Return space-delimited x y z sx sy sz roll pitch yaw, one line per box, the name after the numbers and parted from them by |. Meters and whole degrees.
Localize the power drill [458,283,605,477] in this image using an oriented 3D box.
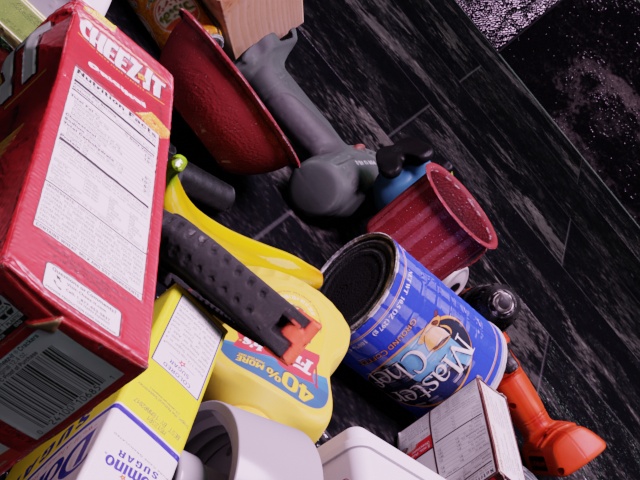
0.183 0.126 0.988 0.188 0.057 0.184 58 -9 6 | power drill

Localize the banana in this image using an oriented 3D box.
-0.073 0.000 0.757 0.197 0.070 0.037 39 56 -52 | banana

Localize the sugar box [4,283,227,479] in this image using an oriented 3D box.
-0.103 0.097 0.494 0.048 0.093 0.176 46 21 -12 | sugar box

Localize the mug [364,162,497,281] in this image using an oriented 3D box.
0.100 -0.003 0.936 0.117 0.082 0.093 26 32 -46 | mug

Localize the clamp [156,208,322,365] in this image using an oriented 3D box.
-0.089 -0.001 0.592 0.210 0.036 0.164 31 -13 35 | clamp

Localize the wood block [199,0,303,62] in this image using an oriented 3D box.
-0.077 -0.249 1.006 0.090 0.091 0.206 55 -4 6 | wood block

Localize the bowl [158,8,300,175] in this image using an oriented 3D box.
-0.086 -0.108 0.874 0.162 0.055 0.162 52 -3 4 | bowl

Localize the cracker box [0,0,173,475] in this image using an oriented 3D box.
-0.146 0.008 0.454 0.072 0.164 0.213 41 23 -29 | cracker box

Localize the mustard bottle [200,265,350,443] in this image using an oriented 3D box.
-0.037 0.089 0.686 0.096 0.058 0.191 33 25 -6 | mustard bottle

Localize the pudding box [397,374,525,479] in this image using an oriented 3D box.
0.103 0.168 0.802 0.039 0.090 0.113 41 23 -23 | pudding box

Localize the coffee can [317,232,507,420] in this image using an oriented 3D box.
0.069 0.074 0.866 0.140 0.103 0.103 39 24 -28 | coffee can
